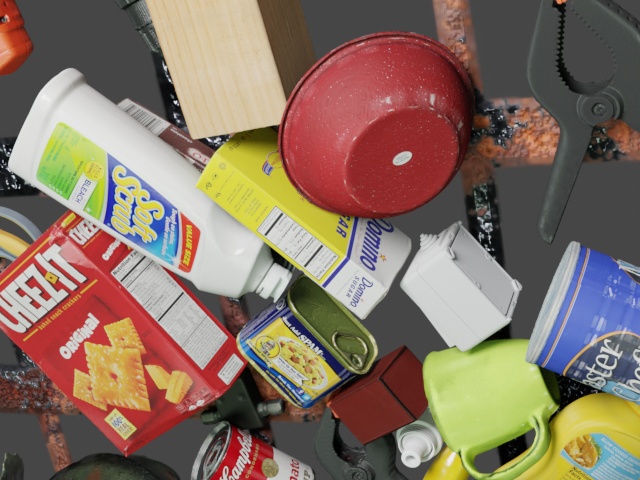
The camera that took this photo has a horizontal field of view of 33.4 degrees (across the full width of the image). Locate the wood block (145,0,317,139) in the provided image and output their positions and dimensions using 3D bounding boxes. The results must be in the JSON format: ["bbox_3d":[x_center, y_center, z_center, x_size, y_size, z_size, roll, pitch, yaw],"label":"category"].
[{"bbox_3d":[-0.076,-0.194,0.820,0.090,0.090,0.206,-7,113,23],"label":"wood block"}]

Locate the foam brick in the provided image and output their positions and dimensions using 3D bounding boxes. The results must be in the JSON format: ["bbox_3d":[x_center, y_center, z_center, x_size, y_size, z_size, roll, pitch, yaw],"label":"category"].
[{"bbox_3d":[0.057,0.139,0.951,0.051,0.052,0.078,49,136,-4],"label":"foam brick"}]

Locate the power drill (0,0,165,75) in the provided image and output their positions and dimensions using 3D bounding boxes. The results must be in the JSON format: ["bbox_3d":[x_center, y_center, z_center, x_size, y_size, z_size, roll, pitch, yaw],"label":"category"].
[{"bbox_3d":[-0.213,-0.208,0.885,0.188,0.057,0.184,-22,103,25],"label":"power drill"}]

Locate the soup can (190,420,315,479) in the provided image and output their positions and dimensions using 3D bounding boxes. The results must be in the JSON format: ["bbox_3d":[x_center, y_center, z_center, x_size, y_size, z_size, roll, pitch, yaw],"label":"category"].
[{"bbox_3d":[-0.064,0.227,1.029,0.102,0.068,0.069,32,124,-17],"label":"soup can"}]

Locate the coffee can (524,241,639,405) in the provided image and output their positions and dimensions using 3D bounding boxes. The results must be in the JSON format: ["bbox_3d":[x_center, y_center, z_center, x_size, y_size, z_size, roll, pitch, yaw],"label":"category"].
[{"bbox_3d":[0.243,0.073,0.829,0.140,0.102,0.103,21,121,9],"label":"coffee can"}]

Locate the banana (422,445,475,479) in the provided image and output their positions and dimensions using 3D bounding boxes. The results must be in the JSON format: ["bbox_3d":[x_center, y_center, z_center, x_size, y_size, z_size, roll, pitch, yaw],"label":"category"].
[{"bbox_3d":[0.113,0.270,0.995,0.037,0.069,0.198,28,124,54],"label":"banana"}]

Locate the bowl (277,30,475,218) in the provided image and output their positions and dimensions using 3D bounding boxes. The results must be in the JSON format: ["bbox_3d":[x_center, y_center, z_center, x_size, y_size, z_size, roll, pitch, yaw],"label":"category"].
[{"bbox_3d":[0.052,-0.073,0.806,0.162,0.055,0.162,-10,127,-14],"label":"bowl"}]

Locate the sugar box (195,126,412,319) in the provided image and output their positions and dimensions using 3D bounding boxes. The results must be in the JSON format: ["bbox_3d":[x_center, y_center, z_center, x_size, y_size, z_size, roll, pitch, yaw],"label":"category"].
[{"bbox_3d":[-0.010,-0.022,0.882,0.176,0.093,0.048,36,122,-1],"label":"sugar box"}]

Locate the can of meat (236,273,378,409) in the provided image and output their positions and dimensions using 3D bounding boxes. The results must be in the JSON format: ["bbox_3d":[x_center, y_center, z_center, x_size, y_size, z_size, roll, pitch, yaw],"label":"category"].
[{"bbox_3d":[-0.014,0.094,0.964,0.102,0.057,0.084,46,124,-6],"label":"can of meat"}]

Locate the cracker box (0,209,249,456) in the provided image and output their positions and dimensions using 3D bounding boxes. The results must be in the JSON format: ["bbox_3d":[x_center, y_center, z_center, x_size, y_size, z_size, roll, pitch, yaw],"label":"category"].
[{"bbox_3d":[-0.195,0.083,0.990,0.213,0.072,0.164,48,129,-9],"label":"cracker box"}]

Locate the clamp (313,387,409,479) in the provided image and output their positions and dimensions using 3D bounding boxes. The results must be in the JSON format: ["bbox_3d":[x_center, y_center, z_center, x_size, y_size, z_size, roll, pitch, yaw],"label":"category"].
[{"bbox_3d":[0.050,0.218,1.015,0.120,0.039,0.171,-7,116,10],"label":"clamp"}]

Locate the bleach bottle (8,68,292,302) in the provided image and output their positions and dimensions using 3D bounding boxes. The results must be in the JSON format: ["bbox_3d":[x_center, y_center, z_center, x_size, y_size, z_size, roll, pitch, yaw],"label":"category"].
[{"bbox_3d":[-0.131,-0.033,0.895,0.251,0.068,0.103,33,123,-3],"label":"bleach bottle"}]

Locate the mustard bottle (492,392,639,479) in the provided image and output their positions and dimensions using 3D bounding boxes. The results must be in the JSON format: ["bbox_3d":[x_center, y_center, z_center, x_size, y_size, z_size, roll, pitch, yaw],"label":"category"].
[{"bbox_3d":[0.226,0.185,0.904,0.096,0.058,0.192,35,109,-20],"label":"mustard bottle"}]

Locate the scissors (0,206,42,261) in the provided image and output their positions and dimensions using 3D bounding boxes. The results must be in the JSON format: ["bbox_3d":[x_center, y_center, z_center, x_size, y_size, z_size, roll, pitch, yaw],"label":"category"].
[{"bbox_3d":[-0.257,0.044,1.053,0.202,0.016,0.096,38,124,-1],"label":"scissors"}]

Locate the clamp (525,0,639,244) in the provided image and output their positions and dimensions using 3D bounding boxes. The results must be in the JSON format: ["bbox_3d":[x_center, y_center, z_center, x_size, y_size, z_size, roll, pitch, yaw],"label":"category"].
[{"bbox_3d":[0.203,-0.096,0.797,0.165,0.036,0.210,-23,107,29],"label":"clamp"}]

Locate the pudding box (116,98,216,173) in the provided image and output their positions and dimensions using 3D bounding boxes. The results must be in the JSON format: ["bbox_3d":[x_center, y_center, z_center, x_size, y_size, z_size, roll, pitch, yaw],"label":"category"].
[{"bbox_3d":[-0.147,-0.059,0.945,0.113,0.039,0.090,34,123,2],"label":"pudding box"}]
